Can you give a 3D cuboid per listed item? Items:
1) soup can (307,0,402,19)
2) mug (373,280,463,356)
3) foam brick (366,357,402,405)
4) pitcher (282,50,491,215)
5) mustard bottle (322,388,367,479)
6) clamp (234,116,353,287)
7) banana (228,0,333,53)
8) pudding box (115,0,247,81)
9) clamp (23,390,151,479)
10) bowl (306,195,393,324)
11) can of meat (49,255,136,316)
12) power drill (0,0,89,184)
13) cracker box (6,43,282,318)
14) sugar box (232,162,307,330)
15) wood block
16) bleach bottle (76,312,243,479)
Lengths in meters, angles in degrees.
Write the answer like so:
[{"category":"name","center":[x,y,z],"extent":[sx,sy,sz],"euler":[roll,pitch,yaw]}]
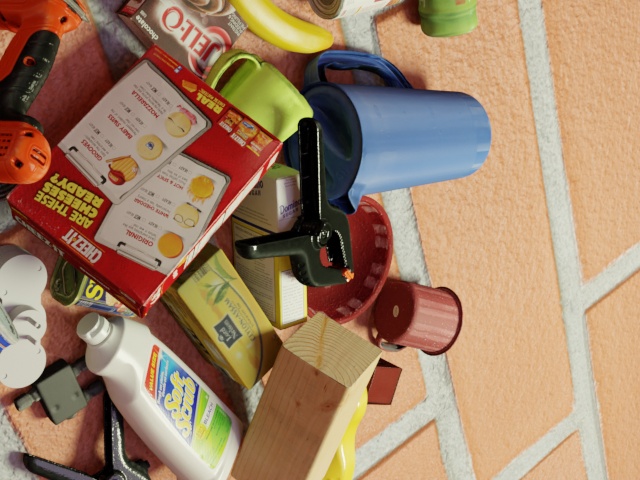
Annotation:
[{"category":"soup can","center":[0.042,-0.287,1.185],"extent":[0.102,0.069,0.068],"euler":[-21,118,-33]},{"category":"mug","center":[0.117,0.105,1.386],"extent":[0.081,0.093,0.117],"euler":[15,132,-37]},{"category":"foam brick","center":[0.055,0.171,1.357],"extent":[0.052,0.078,0.051],"euler":[10,99,-43]},{"category":"pitcher","center":[0.083,-0.130,1.248],"extent":[0.242,0.145,0.149],"euler":[-8,125,-41]},{"category":"mustard bottle","center":[0.008,0.206,1.318],"extent":[0.058,0.096,0.192],"euler":[-7,111,-60]},{"category":"clamp","center":[-0.008,-0.021,1.132],"extent":[0.209,0.036,0.164],"euler":[45,65,-56]},{"category":"banana","center":[-0.056,-0.251,1.140],"extent":[0.069,0.037,0.197],"euler":[-55,131,-9]},{"category":"pudding box","center":[-0.139,-0.223,1.080],"extent":[0.090,0.039,0.113],"euler":[-53,131,-11]},{"category":"clamp","center":[-0.241,0.262,1.156],"extent":[0.120,0.039,0.171],"euler":[-27,103,-20]},{"category":"bowl","center":[0.014,0.018,1.276],"extent":[0.161,0.055,0.162],"euler":[-18,118,-40]},{"category":"can of meat","center":[-0.217,0.024,1.095],"extent":[0.083,0.058,0.102],"euler":[18,93,-44]},{"category":"power drill","center":[-0.291,-0.135,0.926],"extent":[0.057,0.185,0.187],"euler":[42,58,-58]},{"category":"cracker box","center":[-0.166,-0.058,1.029],"extent":[0.164,0.072,0.213],"euler":[38,71,3]},{"category":"sugar box","center":[-0.057,0.001,1.192],"extent":[0.048,0.093,0.176],"euler":[-13,114,-36]},{"category":"wood block","center":[-0.019,0.199,1.215],"extent":[0.090,0.090,0.206],"euler":[-38,154,-54]},{"category":"bleach bottle","center":[-0.181,0.170,1.159],"extent":[0.250,0.068,0.102],"euler":[53,45,-38]}]
